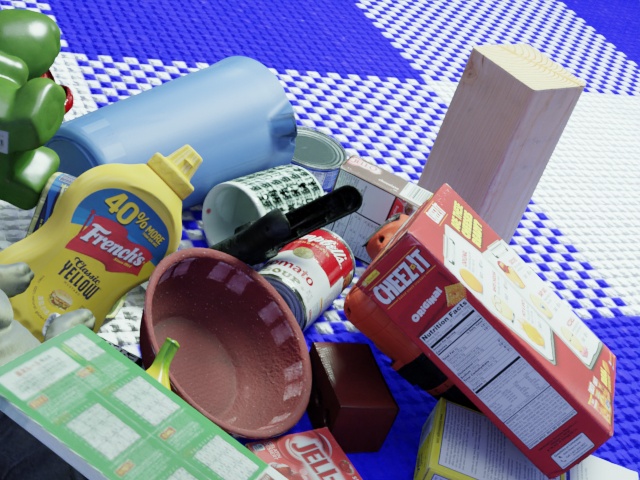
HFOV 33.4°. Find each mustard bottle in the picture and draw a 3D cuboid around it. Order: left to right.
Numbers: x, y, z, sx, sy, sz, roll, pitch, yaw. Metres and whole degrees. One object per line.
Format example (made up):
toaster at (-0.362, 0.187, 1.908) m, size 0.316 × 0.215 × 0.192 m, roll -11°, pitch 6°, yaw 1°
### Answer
mustard bottle at (-0.164, -0.001, 0.815) m, size 0.096 × 0.191 × 0.058 m, roll 47°, pitch -5°, yaw -26°

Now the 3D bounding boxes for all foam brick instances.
foam brick at (0.021, 0.126, 0.859) m, size 0.051 × 0.053 × 0.078 m, roll 4°, pitch 35°, yaw -24°

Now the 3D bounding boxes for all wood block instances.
wood block at (0.181, -0.094, 1.127) m, size 0.090 × 0.206 × 0.091 m, roll -11°, pitch 43°, yaw -39°

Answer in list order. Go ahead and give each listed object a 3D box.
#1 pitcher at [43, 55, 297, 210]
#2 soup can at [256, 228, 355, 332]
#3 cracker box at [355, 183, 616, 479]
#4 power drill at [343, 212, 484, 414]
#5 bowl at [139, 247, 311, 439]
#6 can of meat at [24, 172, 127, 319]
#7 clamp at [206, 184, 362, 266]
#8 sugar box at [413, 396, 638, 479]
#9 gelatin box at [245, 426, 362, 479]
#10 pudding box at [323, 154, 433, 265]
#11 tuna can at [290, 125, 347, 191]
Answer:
pitcher at (-0.153, -0.087, 1.028) m, size 0.145 × 0.149 × 0.242 m, roll 48°, pitch 43°, yaw 14°
soup can at (-0.020, 0.039, 0.952) m, size 0.068 × 0.069 × 0.102 m, roll 29°, pitch 34°, yaw 14°
cracker box at (0.139, 0.068, 0.858) m, size 0.213 × 0.072 × 0.164 m, roll 45°, pitch 22°, yaw 1°
power drill at (0.099, 0.067, 0.952) m, size 0.184 × 0.057 × 0.187 m, roll 43°, pitch 20°, yaw -16°
bowl at (-0.084, 0.088, 0.825) m, size 0.162 × 0.055 × 0.162 m, roll 31°, pitch 40°, yaw -30°
can of meat at (-0.194, 0.003, 0.883) m, size 0.084 × 0.102 × 0.057 m, roll 21°, pitch 0°, yaw 7°
clamp at (-0.056, 0.001, 0.902) m, size 0.120 × 0.172 × 0.039 m, roll -9°, pitch 73°, yaw -60°
sugar box at (0.164, 0.195, 0.843) m, size 0.176 × 0.048 × 0.093 m, roll 24°, pitch 32°, yaw -1°
gelatin box at (-0.008, 0.181, 0.783) m, size 0.073 × 0.030 × 0.089 m, roll -5°, pitch 40°, yaw -33°
pudding box at (0.060, -0.020, 1.061) m, size 0.113 × 0.090 × 0.039 m, roll 28°, pitch 35°, yaw 12°
tuna can at (-0.016, -0.090, 1.175) m, size 0.086 × 0.034 × 0.086 m, roll 14°, pitch 33°, yaw -9°
